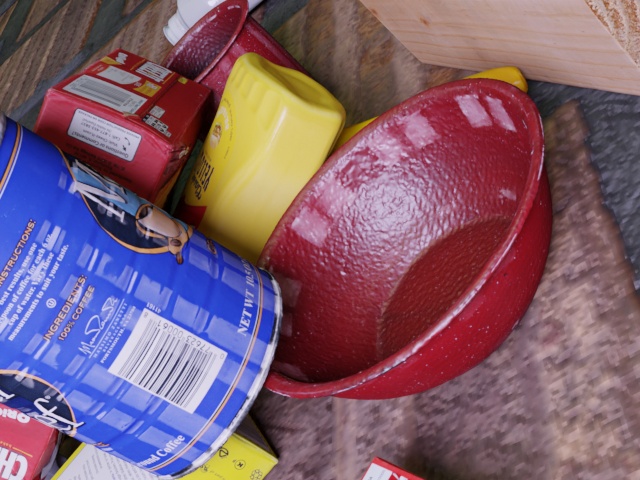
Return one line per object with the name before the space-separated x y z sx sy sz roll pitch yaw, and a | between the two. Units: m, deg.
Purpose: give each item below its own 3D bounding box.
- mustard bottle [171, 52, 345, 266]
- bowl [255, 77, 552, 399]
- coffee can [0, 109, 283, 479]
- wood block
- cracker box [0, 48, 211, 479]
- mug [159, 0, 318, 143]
mustard bottle | -0.054 0.001 0.569 0.192 0.058 0.096 -64 25 15
bowl | 0.041 0.009 0.455 0.162 0.055 0.162 -35 31 24
coffee can | -0.101 0.024 0.437 0.103 0.140 0.103 -40 31 31
wood block | 0.101 -0.138 0.517 0.091 0.090 0.206 -52 27 -6
cracker box | -0.135 0.012 0.587 0.164 0.072 0.214 -89 23 -73
mug | -0.061 -0.095 0.706 0.117 0.081 0.093 -18 41 45
